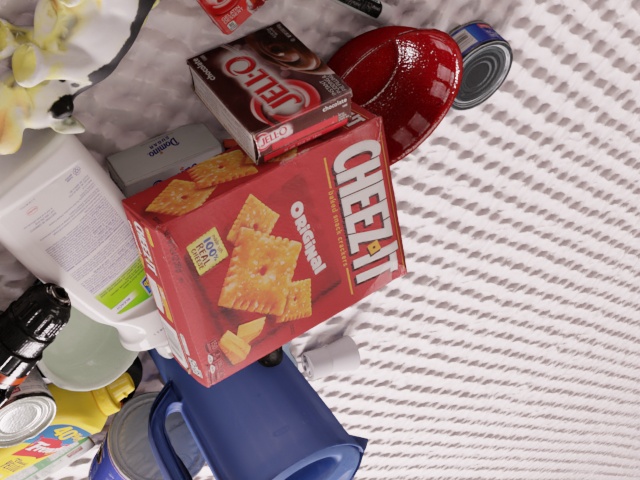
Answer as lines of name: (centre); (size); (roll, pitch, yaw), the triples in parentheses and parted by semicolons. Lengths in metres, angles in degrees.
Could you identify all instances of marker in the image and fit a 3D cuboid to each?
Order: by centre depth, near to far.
marker: (0.018, -0.205, 0.889); (0.120, 0.020, 0.020); (11, 123, -50)

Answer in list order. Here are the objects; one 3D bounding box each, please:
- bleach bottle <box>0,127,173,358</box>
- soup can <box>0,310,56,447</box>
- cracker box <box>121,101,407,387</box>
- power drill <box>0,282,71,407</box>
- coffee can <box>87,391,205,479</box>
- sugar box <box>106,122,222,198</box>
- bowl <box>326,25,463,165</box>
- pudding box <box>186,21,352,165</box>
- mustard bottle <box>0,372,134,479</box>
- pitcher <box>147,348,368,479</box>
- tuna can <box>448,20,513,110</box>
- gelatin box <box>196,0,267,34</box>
bleach bottle: (-0.182, 0.018, 0.864); (0.102, 0.068, 0.250); (-41, 133, -12)
soup can: (-0.278, 0.119, 0.920); (0.068, 0.102, 0.068); (-26, 146, -19)
cracker box: (-0.037, 0.000, 0.879); (0.213, 0.072, 0.164); (-28, 127, -22)
power drill: (-0.306, 0.068, 0.801); (0.187, 0.057, 0.185); (35, 110, -31)
coffee can: (-0.182, 0.231, 1.117); (0.102, 0.103, 0.140); (-18, 159, -29)
sugar box: (-0.131, -0.018, 0.951); (0.093, 0.048, 0.176); (-24, 141, -21)
bowl: (0.050, -0.137, 0.970); (0.162, 0.055, 0.162); (-25, 145, -20)
pudding box: (-0.041, -0.119, 0.849); (0.090, 0.114, 0.039); (-26, 139, -20)
mustard bottle: (-0.261, 0.172, 0.987); (0.191, 0.058, 0.096); (-27, 156, -1)
pitcher: (-0.083, 0.156, 1.025); (0.145, 0.243, 0.149); (-46, 147, 11)
tuna can: (0.146, -0.169, 1.045); (0.086, 0.034, 0.086); (-26, 145, -20)
gelatin box: (-0.059, -0.208, 0.800); (0.089, 0.030, 0.073); (-40, 147, 2)
